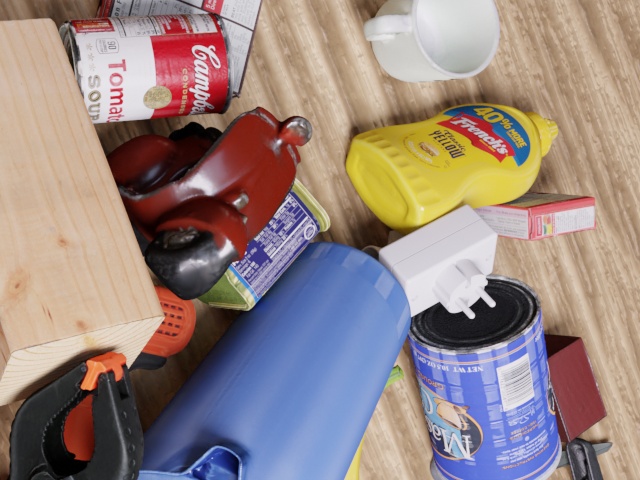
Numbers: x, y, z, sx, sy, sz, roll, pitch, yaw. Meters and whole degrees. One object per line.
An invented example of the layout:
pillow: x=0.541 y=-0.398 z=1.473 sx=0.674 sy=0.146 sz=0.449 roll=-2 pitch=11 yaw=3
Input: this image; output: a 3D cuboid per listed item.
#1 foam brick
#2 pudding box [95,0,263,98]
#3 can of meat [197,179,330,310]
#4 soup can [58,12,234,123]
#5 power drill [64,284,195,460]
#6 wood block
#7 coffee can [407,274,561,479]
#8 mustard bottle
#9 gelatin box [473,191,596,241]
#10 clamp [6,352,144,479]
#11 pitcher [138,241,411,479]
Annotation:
foam brick: x=0.202 y=0.127 z=0.923 sx=0.051 sy=0.053 sz=0.078 roll=-25 pitch=99 yaw=-30
pudding box: x=-0.102 y=-0.159 z=0.766 sx=0.113 sy=0.039 sz=0.090 roll=17 pitch=81 yaw=-26
can of meat: x=-0.055 y=0.001 z=0.749 sx=0.057 sy=0.102 sz=0.083 roll=49 pitch=67 yaw=-20
soup can: x=-0.115 y=-0.113 z=0.700 sx=0.102 sy=0.069 sz=0.068 roll=-7 pitch=91 yaw=-21
power drill: x=-0.182 y=0.102 z=0.692 sx=0.184 sy=0.057 sz=0.187 roll=16 pitch=80 yaw=-26
wood block: x=-0.178 y=-0.020 z=0.637 sx=0.090 sy=0.091 sz=0.206 roll=-12 pitch=69 yaw=-32
coffee can: x=0.127 y=0.112 z=0.826 sx=0.102 sy=0.103 sz=0.140 roll=-31 pitch=122 yaw=-29
mustard bottle: x=0.121 y=-0.068 z=0.867 sx=0.191 sy=0.096 sz=0.058 roll=-20 pitch=142 yaw=-31
gelatin box: x=0.172 y=-0.021 z=0.891 sx=0.073 sy=0.089 sz=0.030 roll=-9 pitch=100 yaw=-31
clamp: x=-0.157 y=0.140 z=0.609 sx=0.120 sy=0.039 sz=0.171 roll=14 pitch=97 yaw=7
pitcher: x=-0.032 y=0.120 z=0.721 sx=0.145 sy=0.149 sz=0.242 roll=57 pitch=43 yaw=-23
